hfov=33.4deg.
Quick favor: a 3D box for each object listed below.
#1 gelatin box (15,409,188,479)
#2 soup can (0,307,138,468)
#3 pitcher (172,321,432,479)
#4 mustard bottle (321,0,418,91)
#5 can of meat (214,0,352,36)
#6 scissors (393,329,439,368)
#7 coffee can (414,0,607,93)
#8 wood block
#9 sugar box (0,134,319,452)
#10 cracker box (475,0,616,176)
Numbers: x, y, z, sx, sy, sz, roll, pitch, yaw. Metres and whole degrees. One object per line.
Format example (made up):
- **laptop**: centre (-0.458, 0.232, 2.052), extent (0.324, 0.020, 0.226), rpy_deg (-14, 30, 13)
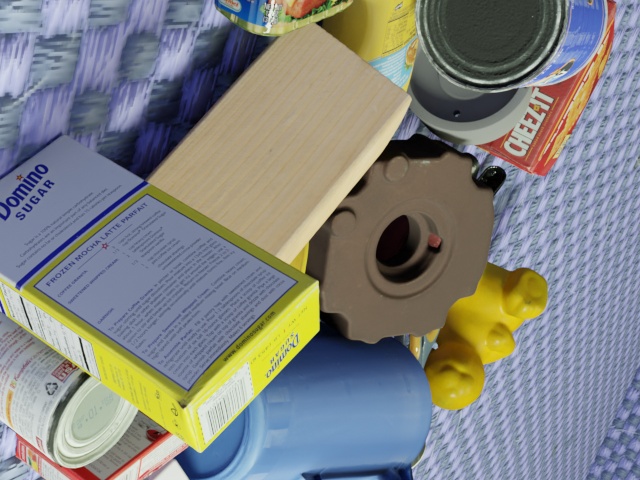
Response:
- **gelatin box**: centre (-0.138, 0.127, 0.688), extent (0.089, 0.073, 0.030), rpy_deg (-34, 145, -45)
- **soup can**: centre (-0.151, 0.066, 0.566), extent (0.068, 0.102, 0.068), rpy_deg (-43, 149, -33)
- **pitcher**: centre (-0.017, 0.143, 0.840), extent (0.242, 0.149, 0.145), rpy_deg (9, 94, -57)
- **mustard bottle**: centre (0.035, -0.142, 0.747), extent (0.096, 0.058, 0.192), rpy_deg (-41, 148, -45)
- **can of meat**: centre (-0.014, -0.175, 0.624), extent (0.101, 0.057, 0.084), rpy_deg (-32, 145, -45)
- **scissors**: centre (0.095, 0.125, 1.012), extent (0.096, 0.016, 0.202), rpy_deg (-46, 141, -43)
- **coffee can**: centre (0.137, -0.158, 0.747), extent (0.140, 0.103, 0.103), rpy_deg (-21, 135, -63)
- **wood block**: centre (-0.046, -0.026, 0.653), extent (0.206, 0.091, 0.090), rpy_deg (-51, 176, -20)
- **sugar box**: centre (-0.097, 0.020, 0.532), extent (0.093, 0.176, 0.048), rpy_deg (-43, 147, -32)
- **cracker box**: centre (0.217, -0.147, 1.017), extent (0.164, 0.072, 0.213), rpy_deg (-64, 168, 9)
